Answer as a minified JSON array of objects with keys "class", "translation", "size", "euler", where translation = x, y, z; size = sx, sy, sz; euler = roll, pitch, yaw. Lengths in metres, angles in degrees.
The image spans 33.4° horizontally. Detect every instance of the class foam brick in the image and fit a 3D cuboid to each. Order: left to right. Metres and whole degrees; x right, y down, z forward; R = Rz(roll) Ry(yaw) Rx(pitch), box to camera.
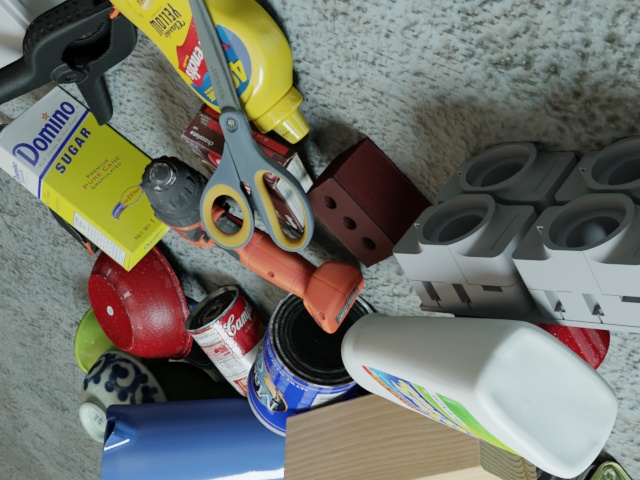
[{"class":"foam brick","translation":[0.035,-0.029,0.816],"size":[0.078,0.051,0.053],"euler":[46,150,-7]}]

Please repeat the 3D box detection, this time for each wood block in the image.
[{"class":"wood block","translation":[0.073,0.186,0.927],"size":[0.206,0.091,0.090],"euler":[-22,141,34]}]

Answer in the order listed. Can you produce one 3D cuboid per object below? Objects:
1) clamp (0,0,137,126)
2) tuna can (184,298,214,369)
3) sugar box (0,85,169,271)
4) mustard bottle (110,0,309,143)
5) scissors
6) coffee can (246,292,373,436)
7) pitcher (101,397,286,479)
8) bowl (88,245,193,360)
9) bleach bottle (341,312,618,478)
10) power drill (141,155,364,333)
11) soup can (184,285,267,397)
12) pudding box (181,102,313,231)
[{"class":"clamp","translation":[-0.223,-0.148,0.890],"size":[0.210,0.164,0.036],"euler":[-40,65,53]},{"class":"tuna can","translation":[-0.145,0.106,1.219],"size":[0.086,0.033,0.086],"euler":[29,148,20]},{"class":"sugar box","translation":[-0.220,-0.062,1.025],"size":[0.176,0.093,0.048],"euler":[39,150,4]},{"class":"mustard bottle","translation":[-0.076,-0.148,0.782],"size":[0.191,0.058,0.096],"euler":[48,142,-12]},{"class":"scissors","translation":[-0.075,-0.073,0.776],"size":[0.096,0.016,0.201],"euler":[-23,107,27]},{"class":"coffee can","translation":[-0.009,0.116,1.006],"size":[0.103,0.102,0.140],"euler":[37,150,8]},{"class":"pitcher","translation":[-0.103,0.235,1.142],"size":[0.149,0.243,0.145],"euler":[-29,-67,-87]},{"class":"bowl","translation":[-0.208,0.069,1.174],"size":[0.162,0.055,0.162],"euler":[33,136,39]},{"class":"bleach bottle","translation":[0.085,0.094,0.736],"size":[0.102,0.068,0.251],"euler":[40,165,-17]},{"class":"power drill","translation":[-0.056,0.001,0.890],"size":[0.188,0.057,0.184],"euler":[32,175,11]},{"class":"soup can","translation":[-0.085,0.107,1.116],"size":[0.069,0.068,0.102],"euler":[-7,126,52]},{"class":"pudding box","translation":[-0.052,-0.057,0.858],"size":[0.090,0.039,0.113],"euler":[31,173,19]}]
